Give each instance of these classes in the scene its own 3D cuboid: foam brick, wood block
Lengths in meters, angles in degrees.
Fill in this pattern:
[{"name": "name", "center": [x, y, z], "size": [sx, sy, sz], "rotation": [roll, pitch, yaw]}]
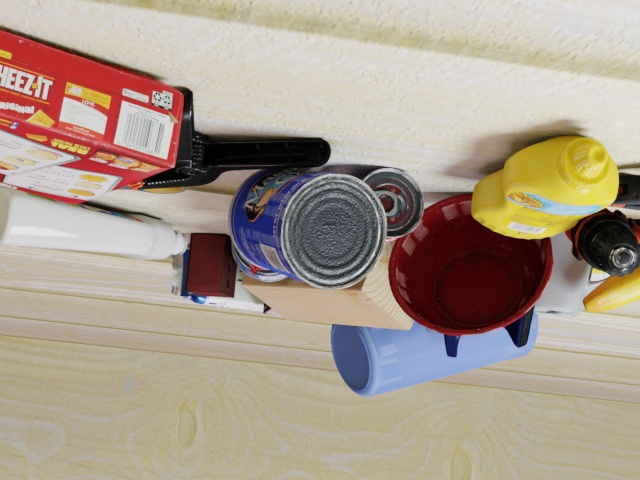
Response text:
[{"name": "foam brick", "center": [-0.142, 0.034, 1.407], "size": [0.051, 0.078, 0.053], "rotation": [1, 169, 18]}, {"name": "wood block", "center": [0.018, 0.039, 1.236], "size": [0.207, 0.090, 0.090], "rotation": [0, 147, 48]}]

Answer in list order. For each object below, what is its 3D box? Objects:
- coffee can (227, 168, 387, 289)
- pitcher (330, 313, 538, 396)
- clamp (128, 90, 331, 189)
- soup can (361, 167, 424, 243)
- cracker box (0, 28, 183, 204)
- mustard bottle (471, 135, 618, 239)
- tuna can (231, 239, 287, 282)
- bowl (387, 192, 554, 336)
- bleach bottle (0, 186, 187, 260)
[{"name": "coffee can", "center": [-0.015, -0.015, 0.987], "size": [0.102, 0.103, 0.140], "rotation": [11, -178, -24]}, {"name": "pitcher", "center": [0.142, 0.105, 1.316], "size": [0.242, 0.149, 0.145], "rotation": [-14, -158, -27]}, {"name": "clamp", "center": [-0.104, -0.077, 0.967], "size": [0.164, 0.036, 0.210], "rotation": [14, 161, -34]}, {"name": "soup can", "center": [0.054, -0.028, 1.057], "size": [0.068, 0.068, 0.102], "rotation": [8, 168, -13]}, {"name": "cracker box", "center": [-0.231, -0.093, 0.867], "size": [0.164, 0.072, 0.214], "rotation": [15, 166, -31]}, {"name": "mustard bottle", "center": [0.201, -0.048, 0.918], "size": [0.096, 0.058, 0.192], "rotation": [11, 168, -6]}, {"name": "tuna can", "center": [-0.058, 0.001, 1.198], "size": [0.086, 0.086, 0.034], "rotation": [5, 166, 0]}, {"name": "bowl", "center": [0.151, 0.033, 1.054], "size": [0.162, 0.162, 0.055], "rotation": [1, 148, 20]}, {"name": "bleach bottle", "center": [-0.276, -0.014, 1.280], "size": [0.250, 0.068, 0.103], "rotation": [10, -178, -40]}]
